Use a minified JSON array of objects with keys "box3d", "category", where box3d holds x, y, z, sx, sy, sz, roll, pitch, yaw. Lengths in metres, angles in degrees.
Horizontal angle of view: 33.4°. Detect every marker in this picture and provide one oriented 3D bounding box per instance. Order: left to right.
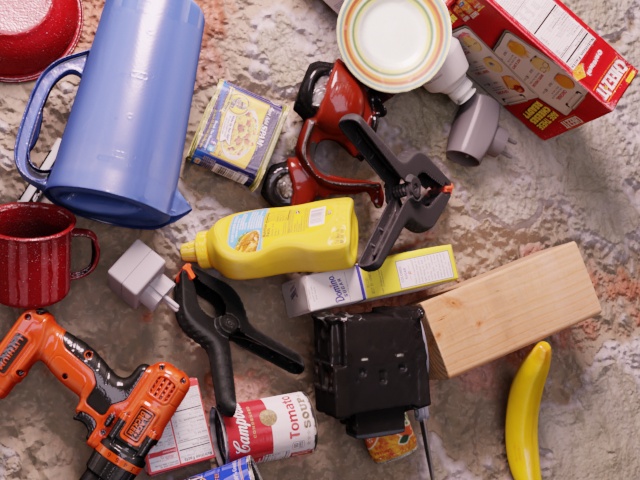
[{"box3d":[-0.302,-0.054,1.127,0.020,0.020,0.121,32,75,-10],"category":"marker"}]

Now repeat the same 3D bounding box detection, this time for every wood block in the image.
[{"box3d":[0.203,0.081,1.223,0.205,0.091,0.090,-21,89,-19],"category":"wood block"}]

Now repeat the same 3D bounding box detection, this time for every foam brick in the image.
[{"box3d":[0.069,-0.189,1.227,0.051,0.078,0.053,-45,96,-16],"category":"foam brick"}]

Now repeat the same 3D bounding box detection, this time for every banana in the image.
[{"box3d":[0.241,0.209,1.222,0.037,0.070,0.198,-6,97,-34],"category":"banana"}]

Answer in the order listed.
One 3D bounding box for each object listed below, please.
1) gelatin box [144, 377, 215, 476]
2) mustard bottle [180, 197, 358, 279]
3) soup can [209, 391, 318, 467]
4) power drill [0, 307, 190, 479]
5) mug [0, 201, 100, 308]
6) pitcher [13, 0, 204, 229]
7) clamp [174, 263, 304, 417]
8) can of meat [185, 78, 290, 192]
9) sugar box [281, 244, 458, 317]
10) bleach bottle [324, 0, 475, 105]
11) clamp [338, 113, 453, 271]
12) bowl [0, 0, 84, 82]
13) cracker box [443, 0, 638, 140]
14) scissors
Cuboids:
[{"box3d":[-0.158,0.197,1.131,0.073,0.030,0.089,-12,85,-19],"category":"gelatin box"},{"box3d":[-0.057,0.002,1.147,0.192,0.096,0.058,-7,126,10],"category":"mustard bottle"},{"box3d":[-0.061,0.202,1.139,0.102,0.069,0.068,-7,85,-18],"category":"soup can"},{"box3d":[-0.251,0.170,1.077,0.187,0.057,0.184,34,80,-2],"category":"power drill"},{"box3d":[-0.282,0.015,1.078,0.117,0.093,0.081,-4,117,-20],"category":"mug"},{"box3d":[-0.206,-0.143,1.115,0.149,0.145,0.243,29,66,-52],"category":"pitcher"},{"box3d":[-0.106,0.104,1.134,0.171,0.039,0.120,45,40,6],"category":"clamp"},{"box3d":[-0.092,-0.117,1.180,0.084,0.057,0.102,23,76,-10],"category":"can of meat"},{"box3d":[0.053,0.045,1.182,0.176,0.093,0.048,-9,85,-18],"category":"sugar box"},{"box3d":[0.083,-0.254,1.239,0.250,0.103,0.068,45,67,-13],"category":"bleach bottle"},{"box3d":[0.086,-0.063,1.173,0.209,0.036,0.164,-18,98,-56],"category":"clamp"},{"box3d":[-0.330,-0.252,1.128,0.162,0.055,0.162,2,81,-16],"category":"bowl"},{"box3d":[0.236,-0.223,1.236,0.213,0.164,0.072,39,76,-8],"category":"cracker box"},{"box3d":[0.105,0.179,1.196,0.016,0.096,0.202,-8,103,-16],"category":"scissors"}]
